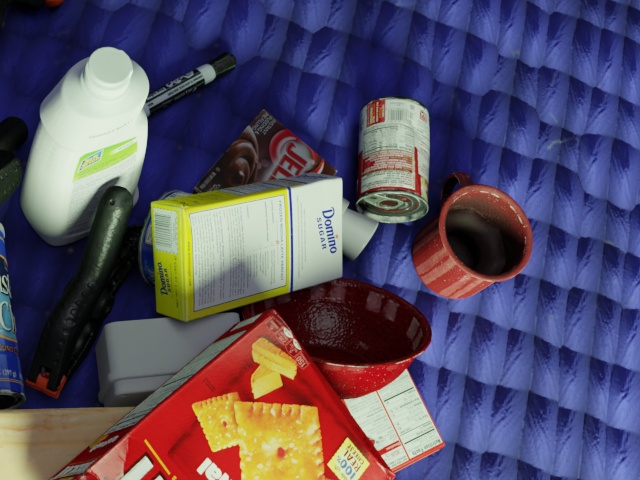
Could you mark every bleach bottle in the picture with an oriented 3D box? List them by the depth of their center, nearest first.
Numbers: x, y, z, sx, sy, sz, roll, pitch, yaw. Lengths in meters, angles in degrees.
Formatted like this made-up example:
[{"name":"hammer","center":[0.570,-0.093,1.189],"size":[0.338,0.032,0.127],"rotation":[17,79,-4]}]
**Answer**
[{"name":"bleach bottle","center":[-0.171,-0.077,0.816],"size":[0.102,0.251,0.068],"rotation":[-34,84,-27]}]

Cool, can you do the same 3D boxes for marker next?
[{"name":"marker","center":[-0.127,-0.143,0.988],"size":[0.121,0.020,0.020],"rotation":[-34,84,-27]}]

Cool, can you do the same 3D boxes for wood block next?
[{"name":"wood block","center":[-0.194,0.173,0.778],"size":[0.205,0.091,0.090],"rotation":[5,69,-33]}]

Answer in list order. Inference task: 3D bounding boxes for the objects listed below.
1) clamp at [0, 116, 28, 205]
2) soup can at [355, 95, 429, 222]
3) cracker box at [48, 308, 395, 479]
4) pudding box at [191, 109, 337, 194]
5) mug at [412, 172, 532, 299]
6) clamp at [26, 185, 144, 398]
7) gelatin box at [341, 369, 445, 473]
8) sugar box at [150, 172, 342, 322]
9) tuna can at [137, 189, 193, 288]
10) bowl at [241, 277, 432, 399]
[{"name":"clamp","center":[-0.293,-0.050,0.814],"size":[0.164,0.210,0.036],"rotation":[-16,113,-18]},{"name":"soup can","center":[0.068,-0.076,1.003],"size":[0.068,0.069,0.102],"rotation":[10,67,-16]},{"name":"cracker box","center":[-0.066,0.173,0.758],"size":[0.213,0.072,0.164],"rotation":[-39,97,-40]},{"name":"pudding box","center":[-0.052,-0.050,0.967],"size":[0.090,0.039,0.113],"rotation":[39,63,-3]},{"name":"mug","center":[0.133,-0.006,0.991],"size":[0.093,0.082,0.117],"rotation":[-7,73,-22]},{"name":"clamp","center":[-0.183,0.038,0.848],"size":[0.039,0.120,0.171],"rotation":[18,66,11]},{"name":"gelatin box","center":[0.056,0.157,0.931],"size":[0.073,0.030,0.089],"rotation":[-21,78,-26]},{"name":"sugar box","center":[-0.056,0.001,0.880],"size":[0.175,0.048,0.093],"rotation":[-14,109,-46]},{"name":"tuna can","center":[-0.115,0.002,0.897],"size":[0.034,0.086,0.086],"rotation":[13,61,23]},{"name":"bowl","center":[0.010,0.087,0.900],"size":[0.162,0.162,0.055],"rotation":[1,113,-19]}]
